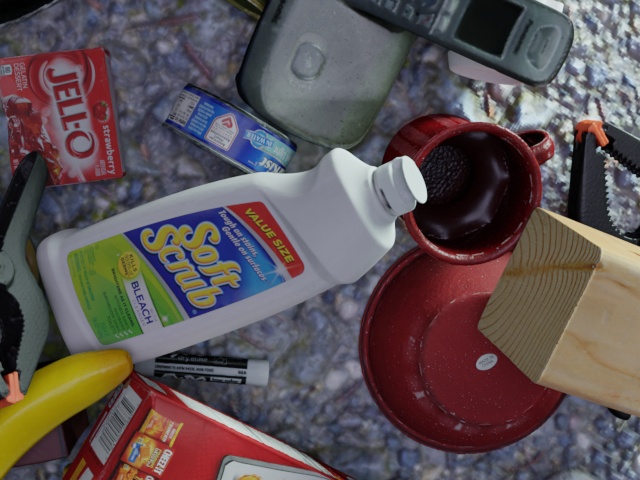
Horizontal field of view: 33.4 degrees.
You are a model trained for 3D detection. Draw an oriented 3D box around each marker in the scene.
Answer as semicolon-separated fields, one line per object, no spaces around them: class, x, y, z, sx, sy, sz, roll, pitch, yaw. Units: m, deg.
marker;-0.096;0.088;0.743;0.121;0.020;0.020;5;95;-5

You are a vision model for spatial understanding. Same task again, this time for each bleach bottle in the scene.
bleach bottle;-0.054;0.001;0.658;0.251;0.068;0.102;-23;85;25

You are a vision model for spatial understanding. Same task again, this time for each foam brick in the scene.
foam brick;-0.190;0.114;0.710;0.051;0.078;0.053;-11;95;-1

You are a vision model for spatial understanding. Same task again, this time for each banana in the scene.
banana;-0.193;0.138;0.654;0.069;0.037;0.198;31;92;-14

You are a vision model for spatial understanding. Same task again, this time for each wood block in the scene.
wood block;0.220;0.062;0.678;0.205;0.091;0.090;20;102;-20

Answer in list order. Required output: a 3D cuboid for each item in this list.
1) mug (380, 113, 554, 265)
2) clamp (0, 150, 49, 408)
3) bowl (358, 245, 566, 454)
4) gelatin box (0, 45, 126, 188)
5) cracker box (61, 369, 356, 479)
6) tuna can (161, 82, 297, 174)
mug;0.098;-0.044;0.707;0.117;0.081;0.093;-28;109;-3
clamp;-0.199;0.015;0.647;0.120;0.039;0.171;-13;84;-46
bowl;0.109;0.076;0.738;0.162;0.055;0.162;0;96;-4
gelatin box;-0.173;-0.082;0.716;0.073;0.030;0.089;-7;96;-4
cracker box;-0.071;0.202;0.695;0.213;0.072;0.164;31;87;-25
tuna can;-0.058;-0.068;0.698;0.086;0.086;0.034;30;90;-6
